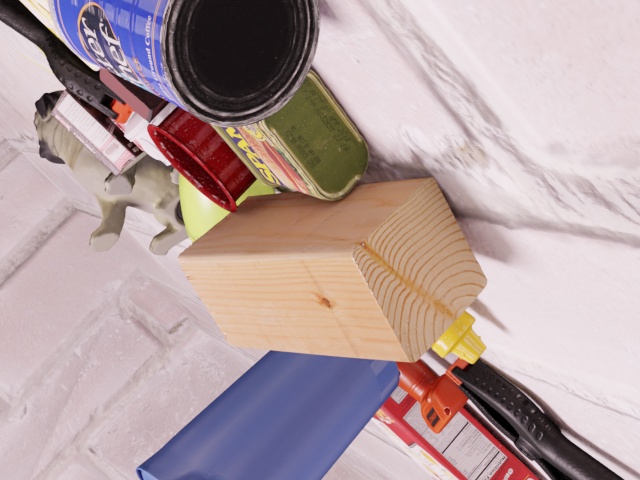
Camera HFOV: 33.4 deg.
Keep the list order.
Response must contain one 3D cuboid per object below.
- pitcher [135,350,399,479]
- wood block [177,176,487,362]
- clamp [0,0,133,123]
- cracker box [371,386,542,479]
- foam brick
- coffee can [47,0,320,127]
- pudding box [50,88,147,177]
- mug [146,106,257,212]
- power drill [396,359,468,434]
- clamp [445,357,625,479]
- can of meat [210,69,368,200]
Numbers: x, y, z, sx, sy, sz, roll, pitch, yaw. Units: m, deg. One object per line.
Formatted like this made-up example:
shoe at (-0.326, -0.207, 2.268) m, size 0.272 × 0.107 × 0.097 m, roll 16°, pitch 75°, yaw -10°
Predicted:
pitcher at (-0.043, 0.179, 0.992) m, size 0.149 × 0.242 × 0.145 m, roll 19°, pitch 145°, yaw 48°
wood block at (0.002, 0.022, 0.762) m, size 0.207 × 0.090 × 0.091 m, roll -2°, pitch 124°, yaw 51°
clamp at (-0.219, -0.167, 0.911) m, size 0.120 × 0.039 × 0.172 m, roll -5°, pitch -134°, yaw -45°
cracker box at (0.144, 0.231, 1.234) m, size 0.213 × 0.072 × 0.164 m, roll 43°, pitch 169°, yaw -4°
foam brick at (-0.121, -0.136, 0.801) m, size 0.053 × 0.078 × 0.051 m, roll 42°, pitch 168°, yaw -5°
coffee can at (-0.082, -0.134, 0.621) m, size 0.140 × 0.102 × 0.102 m, roll 30°, pitch 163°, yaw 46°
pudding box at (-0.190, -0.121, 1.016) m, size 0.090 × 0.113 × 0.039 m, roll 43°, pitch 127°, yaw -5°
mug at (-0.076, -0.083, 0.826) m, size 0.093 × 0.081 × 0.117 m, roll 48°, pitch 167°, yaw -22°
power drill at (0.071, 0.101, 1.058) m, size 0.188 × 0.057 × 0.184 m, roll 42°, pitch 164°, yaw 14°
clamp at (0.200, 0.185, 0.971) m, size 0.210 × 0.036 × 0.164 m, roll 41°, pitch 168°, yaw 17°
can of meat at (-0.023, -0.078, 0.740) m, size 0.102 × 0.057 × 0.084 m, roll 50°, pitch 164°, yaw -31°
